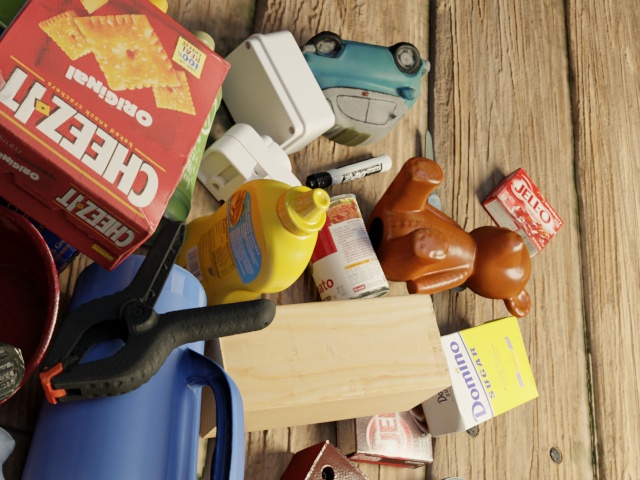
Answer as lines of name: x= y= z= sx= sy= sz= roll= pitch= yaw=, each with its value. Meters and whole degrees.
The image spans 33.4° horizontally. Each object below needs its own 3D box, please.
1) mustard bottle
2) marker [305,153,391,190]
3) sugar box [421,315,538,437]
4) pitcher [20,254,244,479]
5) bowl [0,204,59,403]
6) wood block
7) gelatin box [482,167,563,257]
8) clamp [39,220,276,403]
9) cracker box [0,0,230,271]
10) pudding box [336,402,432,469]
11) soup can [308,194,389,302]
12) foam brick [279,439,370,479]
mustard bottle: x=-0.056 y=0.001 z=0.909 sx=0.058 sy=0.192 sz=0.096 roll=5 pitch=66 yaw=-37
marker: x=0.030 y=-0.072 z=1.132 sx=0.120 sy=0.020 sz=0.020 roll=-19 pitch=81 yaw=-42
sugar box: x=0.157 y=0.134 z=1.081 sx=0.175 sy=0.048 sz=0.093 roll=-7 pitch=79 yaw=-58
pitcher: x=-0.141 y=0.133 z=0.805 sx=0.149 sy=0.145 sz=0.243 roll=14 pitch=53 yaw=-15
bowl: x=-0.253 y=0.055 z=0.782 sx=0.055 sy=0.162 sz=0.162 roll=45 pitch=31 yaw=-69
wood block: x=-0.003 y=0.108 z=0.937 sx=0.205 sy=0.091 sz=0.090 roll=-3 pitch=69 yaw=-25
gelatin box: x=0.243 y=-0.033 z=1.274 sx=0.089 sy=0.030 sz=0.073 roll=52 pitch=47 yaw=-6
clamp: x=-0.132 y=0.052 z=0.774 sx=0.171 sy=0.039 sz=0.120 roll=-25 pitch=48 yaw=-23
cracker box: x=-0.174 y=-0.108 z=0.817 sx=0.164 sy=0.072 sz=0.213 roll=37 pitch=41 yaw=-20
pudding box: x=0.060 y=0.158 z=1.027 sx=0.089 sy=0.039 sz=0.113 roll=14 pitch=60 yaw=-32
soup can: x=0.020 y=0.014 z=1.048 sx=0.068 sy=0.069 sz=0.102 roll=-12 pitch=77 yaw=-41
foam brick: x=0.007 y=0.225 z=0.943 sx=0.078 sy=0.051 sz=0.053 roll=45 pitch=49 yaw=-12
